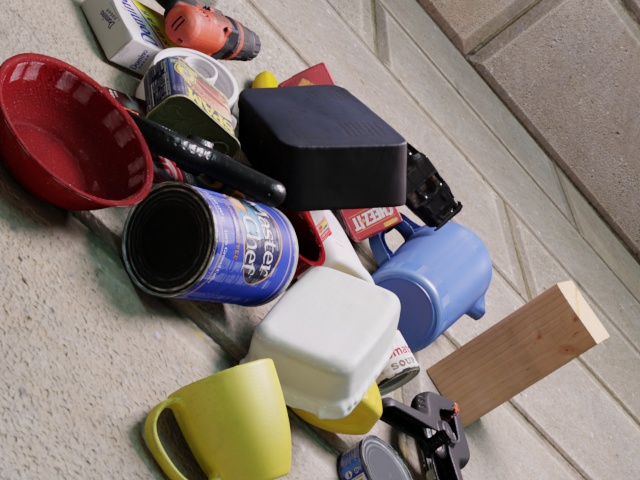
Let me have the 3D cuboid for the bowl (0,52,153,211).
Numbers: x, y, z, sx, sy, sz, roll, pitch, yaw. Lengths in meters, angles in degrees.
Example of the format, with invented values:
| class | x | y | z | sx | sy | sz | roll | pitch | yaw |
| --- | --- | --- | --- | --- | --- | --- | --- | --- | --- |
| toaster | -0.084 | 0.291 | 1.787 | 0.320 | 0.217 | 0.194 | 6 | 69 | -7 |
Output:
| class | x | y | z | sx | sy | sz | roll | pitch | yaw |
| --- | --- | --- | --- | --- | --- | --- | --- | --- | --- |
| bowl | -0.222 | -0.081 | 0.914 | 0.162 | 0.055 | 0.162 | 38 | 29 | -26 |

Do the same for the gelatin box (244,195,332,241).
| class | x | y | z | sx | sy | sz | roll | pitch | yaw |
| --- | --- | --- | --- | --- | --- | --- | --- | --- | --- |
| gelatin box | -0.038 | -0.034 | 1.178 | 0.030 | 0.089 | 0.073 | -46 | 129 | -33 |

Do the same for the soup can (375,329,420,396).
| class | x | y | z | sx | sy | sz | roll | pitch | yaw |
| --- | --- | --- | --- | --- | --- | --- | --- | --- | --- |
| soup can | 0.059 | 0.117 | 1.197 | 0.068 | 0.069 | 0.102 | 11 | 46 | -61 |

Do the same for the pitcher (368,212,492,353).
| class | x | y | z | sx | sy | sz | roll | pitch | yaw |
| --- | --- | --- | --- | --- | --- | --- | --- | --- | --- |
| pitcher | 0.125 | 0.053 | 1.373 | 0.242 | 0.149 | 0.145 | -30 | 125 | -67 |

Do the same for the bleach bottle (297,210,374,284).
| class | x | y | z | sx | sy | sz | roll | pitch | yaw |
| --- | --- | --- | --- | --- | --- | --- | --- | --- | --- |
| bleach bottle | -0.018 | -0.034 | 1.287 | 0.102 | 0.068 | 0.251 | 43 | 18 | -47 |

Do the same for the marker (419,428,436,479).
| class | x | y | z | sx | sy | sz | roll | pitch | yaw |
| --- | --- | --- | --- | --- | --- | --- | --- | --- | --- |
| marker | 0.124 | 0.248 | 1.196 | 0.020 | 0.020 | 0.121 | 41 | 23 | -30 |

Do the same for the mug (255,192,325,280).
| class | x | y | z | sx | sy | sz | roll | pitch | yaw |
| --- | --- | --- | --- | --- | --- | --- | --- | --- | --- |
| mug | -0.057 | 0.001 | 1.113 | 0.093 | 0.082 | 0.117 | 35 | 27 | -40 |

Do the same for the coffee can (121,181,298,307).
| class | x | y | z | sx | sy | sz | roll | pitch | yaw |
| --- | --- | --- | --- | --- | --- | --- | --- | --- | --- |
| coffee can | -0.099 | 0.006 | 0.984 | 0.140 | 0.103 | 0.103 | 13 | 44 | -60 |

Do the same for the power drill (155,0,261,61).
| class | x | y | z | sx | sy | sz | roll | pitch | yaw |
| --- | --- | --- | --- | --- | --- | --- | --- | --- | --- |
| power drill | -0.163 | -0.291 | 1.276 | 0.188 | 0.057 | 0.184 | 48 | 16 | 15 |

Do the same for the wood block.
| class | x | y | z | sx | sy | sz | roll | pitch | yaw |
| --- | --- | --- | --- | --- | --- | --- | --- | --- | --- |
| wood block | 0.253 | 0.146 | 1.373 | 0.090 | 0.206 | 0.090 | 58 | 22 | 13 |

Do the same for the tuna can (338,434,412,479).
| class | x | y | z | sx | sy | sz | roll | pitch | yaw |
| --- | --- | --- | --- | --- | --- | --- | --- | --- | --- |
| tuna can | 0.056 | 0.236 | 1.047 | 0.086 | 0.034 | 0.086 | 44 | 22 | -23 |

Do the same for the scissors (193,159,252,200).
| class | x | y | z | sx | sy | sz | roll | pitch | yaw |
| --- | --- | --- | --- | --- | --- | --- | --- | --- | --- |
| scissors | -0.109 | -0.082 | 1.231 | 0.096 | 0.016 | 0.201 | 44 | 22 | -23 |

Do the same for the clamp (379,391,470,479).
| class | x | y | z | sx | sy | sz | roll | pitch | yaw |
| --- | --- | --- | --- | --- | --- | --- | --- | --- | --- |
| clamp | 0.130 | 0.226 | 1.155 | 0.164 | 0.036 | 0.209 | 60 | 17 | 7 |

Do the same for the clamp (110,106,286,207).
| class | x | y | z | sx | sy | sz | roll | pitch | yaw |
| --- | --- | --- | --- | --- | --- | --- | --- | --- | --- |
| clamp | -0.116 | -0.080 | 1.024 | 0.171 | 0.039 | 0.120 | 27 | -3 | -9 |

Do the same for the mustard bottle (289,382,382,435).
| class | x | y | z | sx | sy | sz | roll | pitch | yaw |
| --- | --- | --- | --- | --- | --- | --- | --- | --- | --- |
| mustard bottle | 0.011 | 0.113 | 1.106 | 0.096 | 0.058 | 0.191 | 22 | 29 | -15 |

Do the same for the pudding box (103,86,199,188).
| class | x | y | z | sx | sy | sz | roll | pitch | yaw |
| --- | --- | --- | --- | --- | --- | --- | --- | --- | --- |
| pudding box | -0.178 | -0.091 | 1.062 | 0.089 | 0.039 | 0.113 | 14 | 43 | -59 |

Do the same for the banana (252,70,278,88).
| class | x | y | z | sx | sy | sz | roll | pitch | yaw |
| --- | --- | --- | --- | --- | --- | --- | --- | --- | --- |
| banana | -0.063 | -0.179 | 1.458 | 0.069 | 0.037 | 0.198 | 38 | 25 | -34 |

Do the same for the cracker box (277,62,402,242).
| class | x | y | z | sx | sy | sz | roll | pitch | yaw |
| --- | --- | --- | --- | --- | --- | --- | --- | --- | --- |
| cracker box | 0.016 | -0.110 | 1.343 | 0.213 | 0.072 | 0.164 | 64 | -2 | -7 |

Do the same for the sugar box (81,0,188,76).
| class | x | y | z | sx | sy | sz | roll | pitch | yaw |
| --- | --- | --- | --- | --- | --- | --- | --- | --- | --- |
| sugar box | -0.190 | -0.227 | 1.245 | 0.176 | 0.048 | 0.093 | 21 | 34 | -58 |

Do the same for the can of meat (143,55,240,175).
| class | x | y | z | sx | sy | sz | roll | pitch | yaw |
| --- | --- | --- | --- | --- | --- | --- | --- | --- | --- |
| can of meat | -0.133 | -0.128 | 1.083 | 0.102 | 0.057 | 0.084 | 40 | 22 | -37 |
